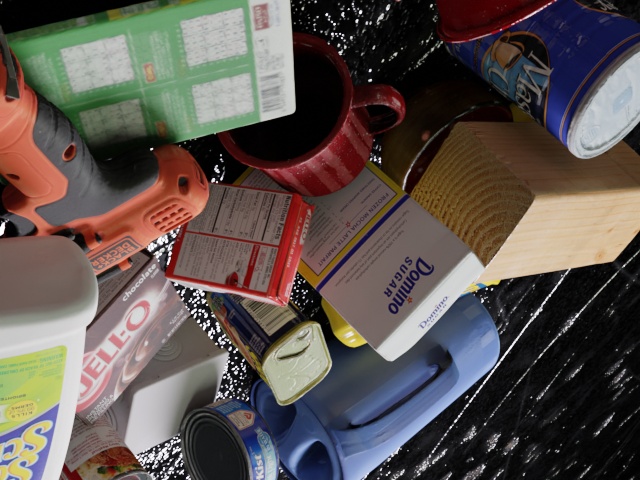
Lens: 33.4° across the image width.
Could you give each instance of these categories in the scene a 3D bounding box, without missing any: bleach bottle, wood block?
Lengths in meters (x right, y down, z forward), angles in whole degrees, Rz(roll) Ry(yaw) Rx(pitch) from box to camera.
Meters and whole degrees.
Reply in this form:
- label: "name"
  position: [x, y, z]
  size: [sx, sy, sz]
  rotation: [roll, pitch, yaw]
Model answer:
- label: "bleach bottle"
  position: [-0.184, 0.115, 0.607]
  size: [0.102, 0.068, 0.251]
  rotation: [-7, 131, -23]
- label: "wood block"
  position: [0.179, -0.035, 0.860]
  size: [0.205, 0.091, 0.090]
  rotation: [-6, 137, -45]

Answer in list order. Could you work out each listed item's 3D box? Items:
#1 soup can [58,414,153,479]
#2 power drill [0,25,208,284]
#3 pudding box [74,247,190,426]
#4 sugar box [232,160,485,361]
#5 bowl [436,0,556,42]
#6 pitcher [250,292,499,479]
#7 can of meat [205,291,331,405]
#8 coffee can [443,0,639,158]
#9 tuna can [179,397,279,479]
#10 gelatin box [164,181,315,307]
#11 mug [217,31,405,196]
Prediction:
- label: "soup can"
  position: [-0.179, 0.158, 0.785]
  size: [0.068, 0.102, 0.068]
  rotation: [-32, 149, -22]
- label: "power drill"
  position: [-0.175, -0.024, 0.576]
  size: [0.184, 0.057, 0.187]
  rotation: [-30, 151, 9]
- label: "pudding box"
  position: [-0.150, 0.064, 0.745]
  size: [0.113, 0.039, 0.090]
  rotation: [-52, 155, -19]
- label: "sugar box"
  position: [0.021, -0.007, 0.748]
  size: [0.093, 0.176, 0.048]
  rotation: [-46, 151, 2]
- label: "bowl"
  position: [0.132, -0.202, 0.706]
  size: [0.162, 0.162, 0.055]
  rotation: [-41, 111, -6]
- label: "pitcher"
  position: [0.067, 0.137, 1.042]
  size: [0.242, 0.149, 0.145]
  rotation: [-30, 145, -30]
- label: "can of meat"
  position: [-0.042, 0.074, 0.871]
  size: [0.057, 0.084, 0.102]
  rotation: [-37, 151, -12]
- label: "coffee can"
  position: [0.177, -0.144, 0.807]
  size: [0.102, 0.140, 0.103]
  rotation: [-32, 149, -22]
- label: "tuna can"
  position: [-0.072, 0.170, 0.851]
  size: [0.033, 0.086, 0.086]
  rotation: [-17, 142, -43]
- label: "gelatin box"
  position: [-0.055, 0.001, 0.728]
  size: [0.030, 0.089, 0.073]
  rotation: [34, 68, -59]
- label: "mug"
  position: [-0.002, -0.080, 0.701]
  size: [0.117, 0.093, 0.081]
  rotation: [-11, 162, 15]
